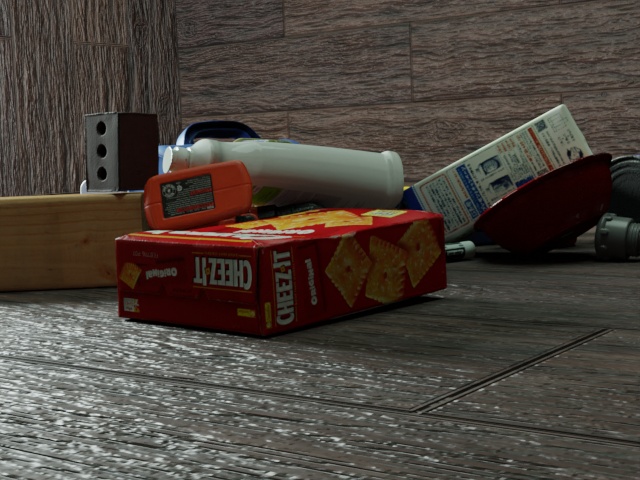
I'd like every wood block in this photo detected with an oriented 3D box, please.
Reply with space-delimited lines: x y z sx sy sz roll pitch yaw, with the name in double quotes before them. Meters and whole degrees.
"wood block" -0.273 0.000 1.057 0.206 0.090 0.091 -3 4 -2

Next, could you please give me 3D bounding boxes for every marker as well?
"marker" 0.111 0.015 1.109 0.120 0.020 0.020 -6 6 -34

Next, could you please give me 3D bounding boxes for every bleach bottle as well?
"bleach bottle" -0.042 -0.070 1.145 0.250 0.068 0.103 8 -25 -25

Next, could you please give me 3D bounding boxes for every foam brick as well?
"foam brick" -0.194 -0.087 1.042 0.053 0.078 0.051 2 4 41

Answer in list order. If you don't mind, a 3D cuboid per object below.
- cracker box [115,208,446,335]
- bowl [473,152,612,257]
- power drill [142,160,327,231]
"cracker box" -0.028 0.018 0.842 0.164 0.072 0.213 2 7 43
"bowl" 0.243 -0.028 1.115 0.162 0.055 0.162 -24 -14 -7
"power drill" -0.088 -0.023 1.072 0.184 0.057 0.187 -13 -17 5
